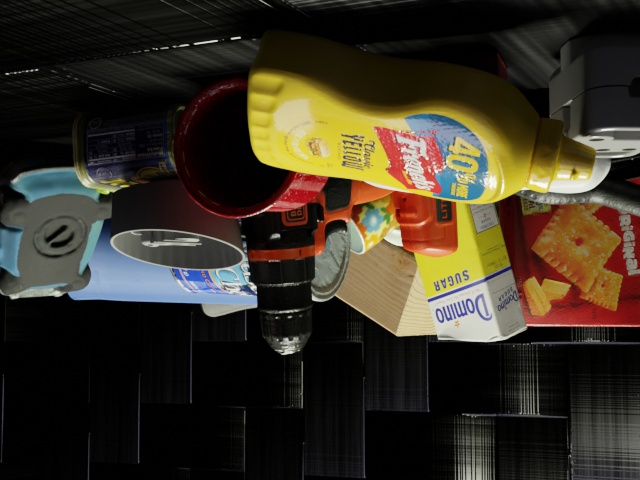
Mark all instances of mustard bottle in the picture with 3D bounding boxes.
[{"bbox_3d":[0.057,-0.062,0.600,0.192,0.058,0.096,12,150,9],"label":"mustard bottle"}]

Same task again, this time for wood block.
[{"bbox_3d":[0.060,0.025,1.253,0.090,0.091,0.206,3,-160,-44],"label":"wood block"}]

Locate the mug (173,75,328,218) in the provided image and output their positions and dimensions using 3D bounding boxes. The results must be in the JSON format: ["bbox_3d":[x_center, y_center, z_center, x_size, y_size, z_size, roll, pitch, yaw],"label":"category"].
[{"bbox_3d":[-0.032,-0.068,0.728,0.117,0.093,0.081,-40,167,16],"label":"mug"}]

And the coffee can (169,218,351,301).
[{"bbox_3d":[-0.056,0.001,0.984,0.140,0.103,0.102,2,177,29],"label":"coffee can"}]

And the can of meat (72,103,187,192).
[{"bbox_3d":[-0.126,-0.069,0.819,0.084,0.057,0.102,-5,174,21],"label":"can of meat"}]

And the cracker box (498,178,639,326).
[{"bbox_3d":[0.286,0.005,1.062,0.214,0.164,0.072,-1,177,9],"label":"cracker box"}]

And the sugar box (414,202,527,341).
[{"bbox_3d":[0.134,0.010,1.034,0.048,0.176,0.094,-19,-173,-34],"label":"sugar box"}]

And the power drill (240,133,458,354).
[{"bbox_3d":[0.024,-0.013,0.844,0.187,0.184,0.057,-8,-172,-36],"label":"power drill"}]

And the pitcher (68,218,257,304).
[{"bbox_3d":[-0.143,0.000,1.125,0.243,0.145,0.149,4,-177,4],"label":"pitcher"}]
